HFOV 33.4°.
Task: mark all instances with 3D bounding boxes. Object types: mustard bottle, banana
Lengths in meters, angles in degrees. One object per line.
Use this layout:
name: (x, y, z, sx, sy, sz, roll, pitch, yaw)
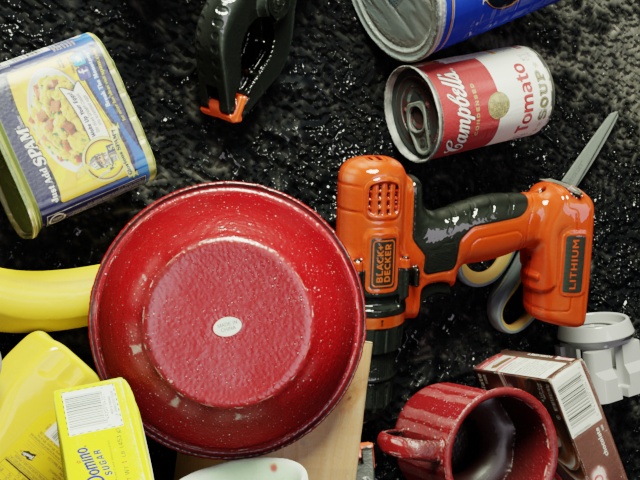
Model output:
mustard bottle: (-0.195, 0.151, 0.612, 0.191, 0.058, 0.096, -48, 128, -18)
banana: (-0.136, 0.025, 0.640, 0.197, 0.070, 0.037, -5, 61, -30)

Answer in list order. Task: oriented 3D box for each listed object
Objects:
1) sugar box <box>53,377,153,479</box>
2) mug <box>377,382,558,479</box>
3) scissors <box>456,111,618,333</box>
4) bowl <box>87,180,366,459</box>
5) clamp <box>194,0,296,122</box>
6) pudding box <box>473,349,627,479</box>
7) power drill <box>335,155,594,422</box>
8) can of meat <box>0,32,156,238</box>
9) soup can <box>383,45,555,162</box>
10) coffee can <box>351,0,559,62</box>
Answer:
sugar box: (-0.110, 0.171, 0.591, 0.048, 0.093, 0.176, -9, 127, -14)
mug: (0.094, 0.144, 0.743, 0.117, 0.082, 0.093, 4, 88, -27)
scissors: (0.162, -0.029, 0.812, 0.096, 0.016, 0.201, 27, 79, -24)
bowl: (-0.051, 0.045, 0.593, 0.162, 0.055, 0.162, 0, 87, -4)
clamp: (-0.033, -0.161, 0.688, 0.120, 0.039, 0.171, -2, 113, -49)
pudding box: (0.167, 0.138, 0.775, 0.039, 0.090, 0.113, -25, 100, -27)
power drill: (0.095, 0.031, 0.739, 0.187, 0.057, 0.184, -4, 106, -22)
can of meat: (-0.156, -0.064, 0.633, 0.083, 0.058, 0.102, -27, 101, -25)
soup can: (0.105, -0.098, 0.756, 0.102, 0.069, 0.068, -15, 97, -26)
coffee can: (0.102, -0.194, 0.734, 0.140, 0.103, 0.103, -26, 101, -24)
